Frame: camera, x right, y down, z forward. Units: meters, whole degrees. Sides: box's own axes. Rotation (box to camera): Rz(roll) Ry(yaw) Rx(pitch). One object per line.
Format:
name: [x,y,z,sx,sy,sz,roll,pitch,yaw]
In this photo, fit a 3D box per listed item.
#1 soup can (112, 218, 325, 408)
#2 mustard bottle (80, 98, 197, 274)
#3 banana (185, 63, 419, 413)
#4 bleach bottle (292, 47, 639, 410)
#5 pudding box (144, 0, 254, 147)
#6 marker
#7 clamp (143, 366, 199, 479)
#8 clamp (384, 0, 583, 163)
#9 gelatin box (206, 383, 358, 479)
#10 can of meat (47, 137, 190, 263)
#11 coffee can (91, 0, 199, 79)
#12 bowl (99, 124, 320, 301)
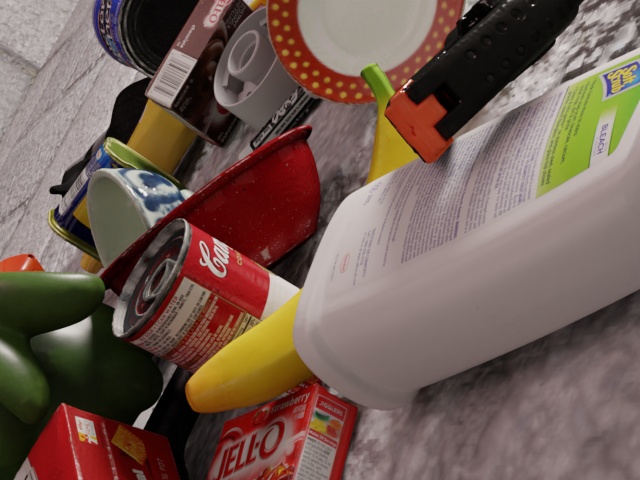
soup can: [-0.047,0.043,0.554,0.069,0.102,0.068,-46,24,28]
mustard bottle: [-0.173,-0.054,1.002,0.192,0.058,0.096,-59,12,6]
banana: [0.009,0.009,0.525,0.197,0.069,0.037,-61,-9,-18]
bleach bottle: [0.094,-0.014,0.384,0.251,0.068,0.102,-28,34,48]
pudding box: [-0.089,-0.148,0.914,0.039,0.090,0.113,32,89,31]
marker: [-0.019,-0.098,0.793,0.121,0.020,0.020,-47,24,27]
clamp: [-0.100,0.128,0.622,0.120,0.039,0.171,-34,45,25]
clamp: [0.078,-0.090,0.478,0.209,0.036,0.165,-46,6,-40]
gelatin box: [-0.026,0.115,0.510,0.089,0.030,0.073,-30,35,50]
can of meat: [-0.163,-0.025,0.896,0.084,0.102,0.057,-52,22,10]
coffee can: [-0.149,-0.203,0.989,0.103,0.102,0.140,-58,25,1]
bowl: [-0.054,0.001,0.639,0.162,0.055,0.162,-37,-2,-1]
